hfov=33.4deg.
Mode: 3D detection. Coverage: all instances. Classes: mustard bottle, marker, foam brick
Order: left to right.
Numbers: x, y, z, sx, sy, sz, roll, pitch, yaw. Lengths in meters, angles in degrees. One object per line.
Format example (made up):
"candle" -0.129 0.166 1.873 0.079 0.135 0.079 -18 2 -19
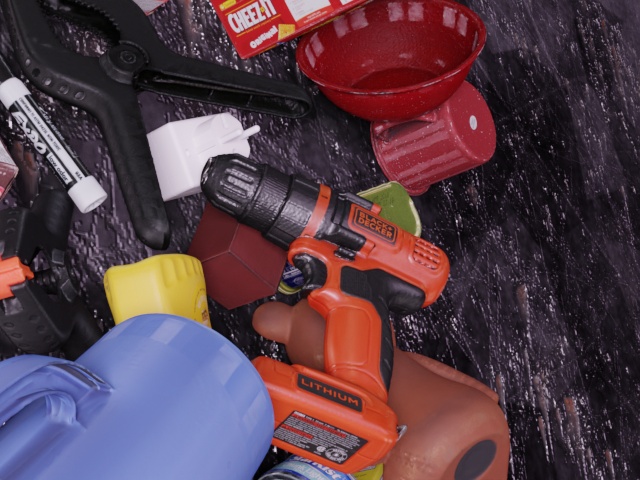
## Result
"marker" -0.174 -0.070 0.655 0.121 0.020 0.020 53 39 3
"mustard bottle" -0.083 0.107 0.662 0.096 0.058 0.191 45 31 -82
"foam brick" -0.055 0.001 0.760 0.051 0.053 0.078 44 45 -29

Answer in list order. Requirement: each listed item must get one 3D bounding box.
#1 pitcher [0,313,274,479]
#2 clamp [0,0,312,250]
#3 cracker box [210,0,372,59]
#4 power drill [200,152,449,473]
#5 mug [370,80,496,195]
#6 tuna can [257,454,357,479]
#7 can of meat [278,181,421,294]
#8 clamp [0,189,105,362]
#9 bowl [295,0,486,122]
"pitcher" -0.118 0.129 0.482 0.145 0.149 0.242 43 39 -3
"clamp" -0.116 -0.108 0.682 0.210 0.036 0.164 45 53 8
"cracker box" 0.031 -0.238 0.880 0.213 0.164 0.072 -45 111 -49
"power drill" -0.007 0.039 0.677 0.184 0.057 0.187 24 47 -12
"mug" 0.097 -0.098 0.962 0.117 0.082 0.093 14 63 -46
"tuna can" -0.007 0.186 0.708 0.033 0.086 0.086 -22 91 -47
"can of meat" 0.017 -0.005 0.823 0.101 0.084 0.057 -23 91 -52
"clamp" -0.150 0.032 0.591 0.171 0.039 0.120 -77 144 -85
"bowl" 0.062 -0.149 0.914 0.162 0.162 0.055 -61 150 -44
